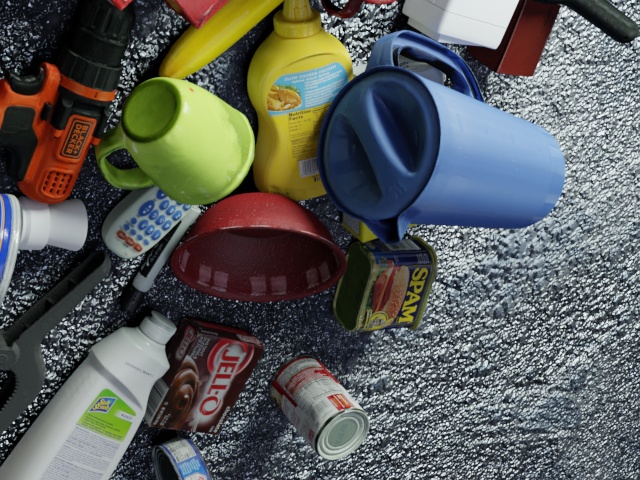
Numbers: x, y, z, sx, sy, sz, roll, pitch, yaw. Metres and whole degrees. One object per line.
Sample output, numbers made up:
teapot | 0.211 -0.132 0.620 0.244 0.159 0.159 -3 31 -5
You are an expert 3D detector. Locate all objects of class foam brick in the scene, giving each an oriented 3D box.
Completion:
foam brick | 0.189 -0.207 1.051 0.052 0.051 0.078 1 119 -37

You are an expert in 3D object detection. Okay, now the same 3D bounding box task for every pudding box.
pudding box | -0.120 0.138 1.077 0.089 0.039 0.113 18 108 -42

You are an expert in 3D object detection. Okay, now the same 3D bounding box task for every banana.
banana | -0.055 -0.199 0.866 0.198 0.069 0.037 -37 96 24

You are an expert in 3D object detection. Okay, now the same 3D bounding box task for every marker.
marker | -0.150 0.018 0.987 0.020 0.020 0.121 25 103 -43

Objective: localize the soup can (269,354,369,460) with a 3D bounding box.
soup can | -0.002 0.178 1.144 0.068 0.102 0.068 -18 128 -25

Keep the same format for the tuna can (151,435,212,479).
tuna can | -0.141 0.246 1.104 0.033 0.086 0.086 -19 129 -26

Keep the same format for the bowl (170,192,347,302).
bowl | -0.056 0.001 0.986 0.162 0.055 0.162 -1 153 0

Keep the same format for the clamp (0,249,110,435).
clamp | -0.289 0.088 0.925 0.164 0.036 0.210 12 113 -33

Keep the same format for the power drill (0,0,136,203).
power drill | -0.242 -0.121 0.800 0.187 0.057 0.184 10 114 -39

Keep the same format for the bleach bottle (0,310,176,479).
bleach bottle | -0.217 0.178 1.021 0.102 0.068 0.251 33 96 -44

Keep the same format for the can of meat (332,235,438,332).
can of meat | 0.067 0.048 1.137 0.083 0.057 0.102 -2 120 -31

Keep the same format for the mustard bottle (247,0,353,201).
mustard bottle | -0.017 -0.131 0.952 0.096 0.058 0.192 -16 128 -19

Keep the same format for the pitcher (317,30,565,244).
pitcher | 0.122 -0.083 0.981 0.242 0.145 0.149 6 124 -49
